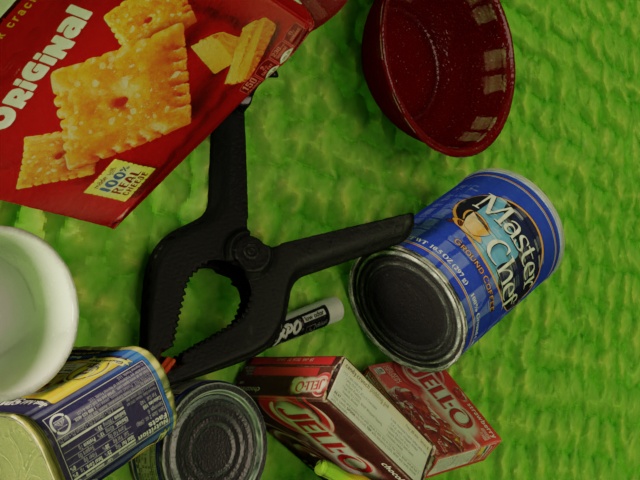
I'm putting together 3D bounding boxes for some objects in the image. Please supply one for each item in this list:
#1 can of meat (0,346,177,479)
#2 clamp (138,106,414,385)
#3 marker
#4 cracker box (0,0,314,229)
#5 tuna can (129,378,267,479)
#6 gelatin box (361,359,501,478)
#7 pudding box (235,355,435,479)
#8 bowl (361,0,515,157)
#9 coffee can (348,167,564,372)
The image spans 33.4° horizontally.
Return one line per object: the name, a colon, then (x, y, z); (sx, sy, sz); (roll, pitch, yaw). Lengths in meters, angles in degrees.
can of meat: (-0.137, 0.096, 0.562); (0.083, 0.102, 0.057); (-31, 109, -43)
clamp: (-0.054, 0.001, 0.680); (0.164, 0.036, 0.209); (44, 64, -4)
marker: (-0.031, 0.062, 0.722); (0.120, 0.020, 0.020); (-18, 99, -43)
cracker box: (-0.123, -0.095, 0.485); (0.213, 0.164, 0.072); (17, 35, -59)
tuna can: (-0.074, 0.129, 0.665); (0.085, 0.034, 0.086); (5, 83, -43)
gelatin box: (0.077, 0.126, 0.779); (0.073, 0.030, 0.089); (-4, 46, -42)
pudding box: (0.009, 0.120, 0.706); (0.113, 0.090, 0.039); (45, 57, -32)
bowl: (0.082, -0.141, 0.824); (0.161, 0.055, 0.162); (5, 83, -43)
coffee can: (0.103, 0.019, 0.797); (0.140, 0.103, 0.103); (-34, 109, -40)
